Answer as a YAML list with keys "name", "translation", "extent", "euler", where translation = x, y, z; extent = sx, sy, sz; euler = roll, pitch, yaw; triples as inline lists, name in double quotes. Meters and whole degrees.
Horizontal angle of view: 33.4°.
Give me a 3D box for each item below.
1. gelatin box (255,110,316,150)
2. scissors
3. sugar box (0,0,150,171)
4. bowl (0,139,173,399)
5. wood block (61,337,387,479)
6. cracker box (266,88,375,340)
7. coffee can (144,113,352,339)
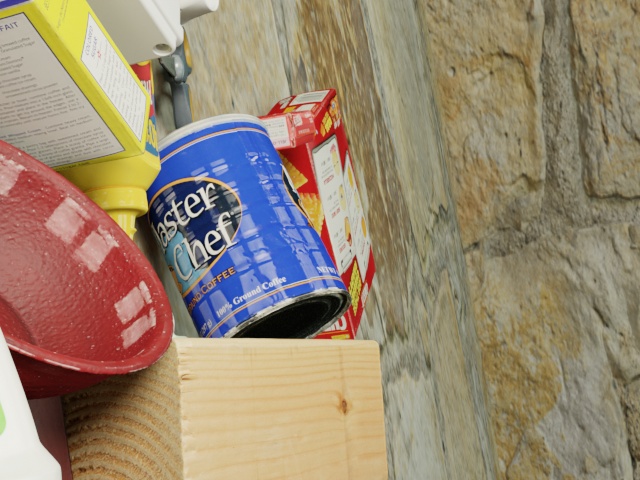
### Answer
- name: "gelatin box"
  translation: [-0.055, -0.087, 0.881]
  extent: [0.073, 0.089, 0.030]
  euler: [-34, 114, -74]
- name: "scissors"
  translation: [-0.103, -0.105, 0.765]
  extent: [0.202, 0.016, 0.096]
  euler: [-101, -175, -70]
- name: "sugar box"
  translation: [-0.156, -0.098, 0.486]
  extent: [0.176, 0.093, 0.048]
  euler: [63, 22, -51]
- name: "bowl"
  translation: [-0.143, 0.015, 0.454]
  extent: [0.162, 0.055, 0.162]
  euler: [36, 17, -13]
- name: "wood block"
  translation: [-0.049, 0.101, 0.585]
  extent: [0.205, 0.090, 0.091]
  euler: [11, 74, -60]
- name: "cracker box"
  translation: [-0.007, -0.027, 1.071]
  extent: [0.164, 0.072, 0.214]
  euler: [-65, 145, -65]
- name: "coffee can"
  translation: [-0.055, 0.001, 0.715]
  extent: [0.140, 0.103, 0.102]
  euler: [63, 8, 19]
